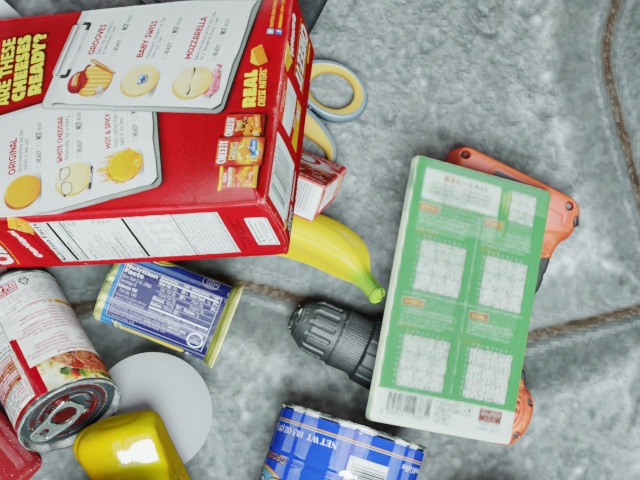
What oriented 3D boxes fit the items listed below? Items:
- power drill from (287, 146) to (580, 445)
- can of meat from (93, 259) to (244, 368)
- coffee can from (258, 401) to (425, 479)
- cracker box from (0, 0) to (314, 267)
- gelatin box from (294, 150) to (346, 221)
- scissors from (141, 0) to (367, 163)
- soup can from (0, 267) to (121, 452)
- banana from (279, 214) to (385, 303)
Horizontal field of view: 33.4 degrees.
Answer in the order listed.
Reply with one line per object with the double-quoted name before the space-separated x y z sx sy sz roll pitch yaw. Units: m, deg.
"power drill" 0.091 0.031 0.769 0.184 0.057 0.187 25 82 -4
"can of meat" -0.101 0.044 0.716 0.084 0.102 0.057 21 82 -3
"coffee can" 0.002 0.190 0.710 0.102 0.103 0.140 19 80 -6
"cracker box" -0.118 -0.068 0.677 0.214 0.072 0.164 -3 58 14
"gelatin box" -0.033 -0.050 0.742 0.089 0.073 0.030 23 108 7
"scissors" -0.045 -0.138 0.789 0.096 0.016 0.202 -38 90 -9
"soup can" -0.181 0.076 0.690 0.068 0.068 0.102 -30 58 -11
"banana" -0.050 -0.005 0.728 0.198 0.069 0.037 12 112 -1
